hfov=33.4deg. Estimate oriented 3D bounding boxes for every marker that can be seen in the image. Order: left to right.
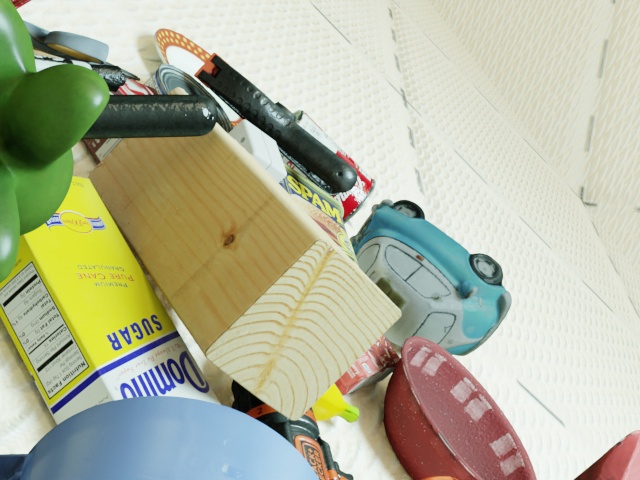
[{"bbox_3d":[-0.188,-0.116,0.723,0.120,0.020,0.020,2,46,-37],"label":"marker"}]

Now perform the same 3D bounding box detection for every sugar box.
[{"bbox_3d":[-0.126,0.041,0.582,0.176,0.048,0.093,54,19,17],"label":"sugar box"}]

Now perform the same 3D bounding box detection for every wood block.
[{"bbox_3d":[-0.055,0.001,0.655,0.090,0.091,0.206,43,3,-42],"label":"wood block"}]

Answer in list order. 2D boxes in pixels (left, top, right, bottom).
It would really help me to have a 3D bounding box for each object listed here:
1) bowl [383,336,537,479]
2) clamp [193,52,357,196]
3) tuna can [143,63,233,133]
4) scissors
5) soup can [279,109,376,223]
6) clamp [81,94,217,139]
[{"bbox_3d":[0.100,0.156,0.847,0.162,0.055,0.162,42,20,-20],"label":"bowl"},{"bbox_3d":[-0.034,-0.095,0.914,0.171,0.039,0.120,39,-7,-12],"label":"clamp"},{"bbox_3d":[-0.116,-0.107,0.905,0.086,0.034,0.086,42,20,-20],"label":"tuna can"},{"bbox_3d":[-0.167,-0.138,0.813,0.096,0.016,0.201,15,3,29],"label":"scissors"},{"bbox_3d":[-0.006,-0.067,1.020,0.102,0.069,0.068,44,20,-15],"label":"soup can"},{"bbox_3d":[-0.186,-0.072,0.612,0.209,0.165,0.036,-13,107,-50],"label":"clamp"}]
